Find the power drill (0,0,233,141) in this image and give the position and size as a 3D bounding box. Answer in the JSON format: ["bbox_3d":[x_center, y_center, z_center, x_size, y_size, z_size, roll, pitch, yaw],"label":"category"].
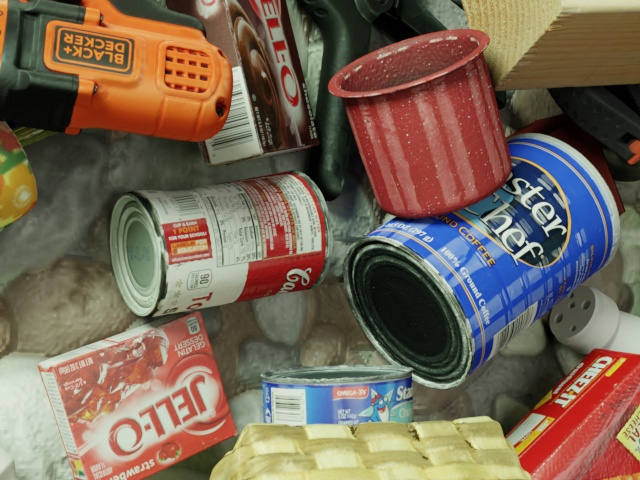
[{"bbox_3d":[-0.127,-0.140,0.485,0.184,0.057,0.187,8,72,-20],"label":"power drill"}]

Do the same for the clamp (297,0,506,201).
[{"bbox_3d":[0.022,-0.138,0.652,0.164,0.036,0.210,-37,109,-29],"label":"clamp"}]

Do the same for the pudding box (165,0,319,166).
[{"bbox_3d":[-0.042,-0.100,0.584,0.090,0.039,0.113,-23,103,-68],"label":"pudding box"}]

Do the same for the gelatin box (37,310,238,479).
[{"bbox_3d":[-0.095,0.085,0.565,0.089,0.030,0.073,-19,97,-32],"label":"gelatin box"}]

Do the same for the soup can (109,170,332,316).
[{"bbox_3d":[-0.054,0.001,0.575,0.102,0.069,0.068,-9,91,-32],"label":"soup can"}]

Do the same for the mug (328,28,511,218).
[{"bbox_3d":[0.063,-0.070,0.617,0.117,0.093,0.081,-64,138,-59],"label":"mug"}]

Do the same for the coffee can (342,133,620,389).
[{"bbox_3d":[0.099,0.010,0.650,0.140,0.103,0.103,-33,104,-30],"label":"coffee can"}]

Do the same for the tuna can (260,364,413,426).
[{"bbox_3d":[0.010,0.090,0.597,0.085,0.086,0.034,-1,88,-32],"label":"tuna can"}]
